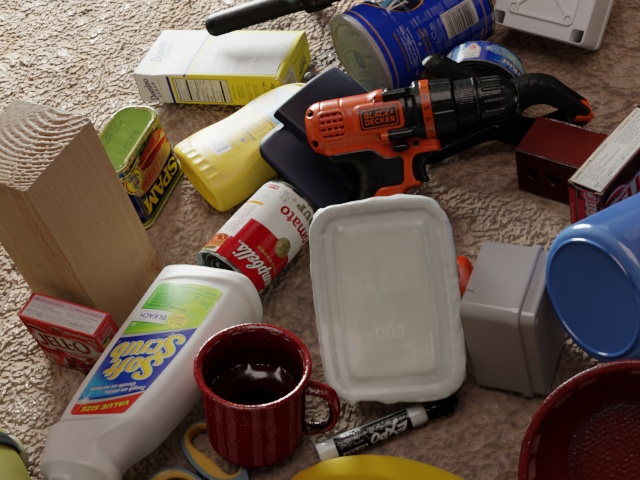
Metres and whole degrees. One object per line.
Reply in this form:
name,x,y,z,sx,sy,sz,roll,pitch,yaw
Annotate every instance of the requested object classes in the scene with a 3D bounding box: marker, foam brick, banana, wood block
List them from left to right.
wood block,-0.227,-0.015,0.956,0.090,0.206,0.090,16,56,27
marker,0.055,0.151,0.861,0.121,0.020,0.020,-22,48,-4
banana,0.071,0.199,0.802,0.198,0.037,0.069,20,57,29
foam brick,0.225,-0.072,0.982,0.078,0.053,0.051,20,58,30

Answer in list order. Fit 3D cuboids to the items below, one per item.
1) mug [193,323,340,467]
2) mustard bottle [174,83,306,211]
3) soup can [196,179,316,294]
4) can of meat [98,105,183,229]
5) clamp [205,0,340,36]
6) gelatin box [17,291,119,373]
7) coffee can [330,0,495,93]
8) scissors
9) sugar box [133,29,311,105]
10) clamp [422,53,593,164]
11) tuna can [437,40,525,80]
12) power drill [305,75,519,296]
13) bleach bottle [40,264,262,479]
mug,-0.041,0.129,0.857,0.117,0.081,0.093,7,40,8
mustard bottle,-0.047,-0.110,1.088,0.191,0.058,0.096,-33,45,-13
soup can,-0.056,0.001,0.988,0.069,0.068,0.102,25,60,32
can of meat,-0.190,-0.074,1.080,0.057,0.084,0.102,9,53,22
clamp,-0.003,-0.268,1.155,0.210,0.036,0.164,-5,19,42
gelatin box,-0.218,0.087,0.955,0.089,0.073,0.030,12,54,24
coffee can,0.096,-0.221,1.114,0.140,0.103,0.103,-33,50,-13
scissors,-0.065,0.219,0.835,0.096,0.016,0.202,-32,48,-16
sugar box,-0.108,-0.192,1.183,0.176,0.048,0.093,3,44,21
clamp,0.170,-0.116,1.022,0.171,0.120,0.039,8,47,-5
tuna can,0.158,-0.154,1.051,0.086,0.086,0.033,4,49,19
power drill,0.088,-0.043,0.921,0.184,0.057,0.187,-8,92,10
bleach bottle,-0.145,0.125,0.880,0.103,0.068,0.250,7,43,24
